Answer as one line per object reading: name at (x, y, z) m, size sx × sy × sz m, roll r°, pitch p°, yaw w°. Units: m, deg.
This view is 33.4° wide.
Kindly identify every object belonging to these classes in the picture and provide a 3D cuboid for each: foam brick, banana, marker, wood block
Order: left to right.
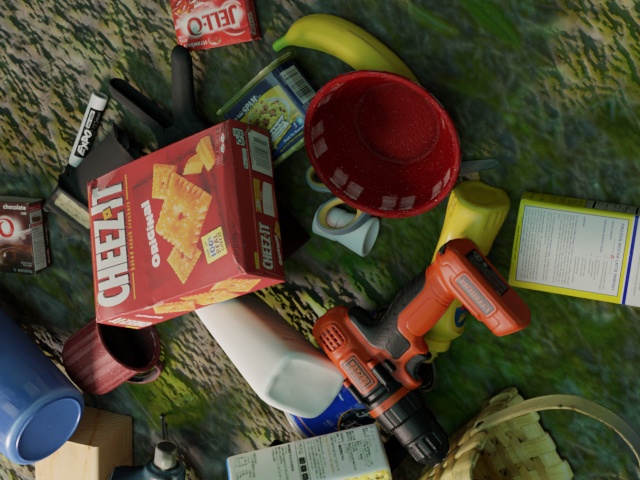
marker at (-0.273, -0.115, 1.231) m, size 0.020 × 0.020 × 0.121 m, roll 31°, pitch 114°, yaw 10°
wood block at (-0.292, 0.322, 1.328) m, size 0.090 × 0.090 × 0.206 m, roll 9°, pitch 108°, yaw 17°
foam brick at (-0.058, 0.001, 1.152) m, size 0.051 × 0.078 × 0.053 m, roll -41°, pitch 86°, yaw 26°
banana at (0.043, -0.178, 1.086) m, size 0.198 × 0.037 × 0.070 m, roll 34°, pitch 144°, yaw 12°

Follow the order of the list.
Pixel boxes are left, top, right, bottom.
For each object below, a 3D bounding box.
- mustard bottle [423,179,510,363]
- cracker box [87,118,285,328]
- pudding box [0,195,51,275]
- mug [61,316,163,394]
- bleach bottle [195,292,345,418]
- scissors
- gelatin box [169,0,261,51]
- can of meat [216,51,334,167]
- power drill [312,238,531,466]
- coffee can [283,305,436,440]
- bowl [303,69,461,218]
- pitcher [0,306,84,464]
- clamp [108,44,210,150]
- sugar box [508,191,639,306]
mustard bottle at (0.133, 0.039, 1.078) m, size 0.058 × 0.096 × 0.192 m, roll 21°, pitch 112°, yaw 11°
cracker box at (-0.144, -0.013, 1.101) m, size 0.214 × 0.072 × 0.164 m, roll -18°, pitch 70°, yaw 33°
pudding box at (-0.386, -0.008, 1.295) m, size 0.114 × 0.039 × 0.090 m, roll 3°, pitch 106°, yaw 20°
mug at (-0.241, 0.135, 1.263) m, size 0.082 × 0.093 × 0.117 m, roll -34°, pitch 128°, yaw 30°
bleach bottle at (-0.081, 0.086, 1.139) m, size 0.068 × 0.102 × 0.251 m, roll -55°, pitch 43°, yaw 7°
scissors at (0.077, -0.046, 1.099) m, size 0.202 × 0.016 × 0.096 m, roll 6°, pitch 74°, yaw 20°
gelatin box at (-0.112, -0.242, 1.127) m, size 0.089 × 0.030 × 0.073 m, roll -4°, pitch 104°, yaw 23°
can of meat at (-0.045, -0.132, 1.112) m, size 0.102 × 0.057 × 0.084 m, roll -36°, pitch 93°, yaw 38°
power drill at (0.106, 0.103, 1.016) m, size 0.188 × 0.057 × 0.184 m, roll -42°, pitch 86°, yaw 24°
coffee can at (0.038, 0.148, 1.143) m, size 0.140 × 0.102 × 0.103 m, roll -35°, pitch 91°, yaw 25°
bowl at (0.067, -0.104, 1.052) m, size 0.162 × 0.055 × 0.162 m, roll 13°, pitch 126°, yaw 18°
pitcher at (-0.395, 0.147, 1.248) m, size 0.243 × 0.148 × 0.145 m, roll 35°, pitch 121°, yaw 28°
clamp at (-0.164, -0.123, 1.174) m, size 0.120 × 0.039 × 0.171 m, roll -5°, pitch 111°, yaw 40°
sugar box at (0.279, 0.010, 1.044) m, size 0.176 × 0.048 × 0.093 m, roll 9°, pitch 108°, yaw 14°
